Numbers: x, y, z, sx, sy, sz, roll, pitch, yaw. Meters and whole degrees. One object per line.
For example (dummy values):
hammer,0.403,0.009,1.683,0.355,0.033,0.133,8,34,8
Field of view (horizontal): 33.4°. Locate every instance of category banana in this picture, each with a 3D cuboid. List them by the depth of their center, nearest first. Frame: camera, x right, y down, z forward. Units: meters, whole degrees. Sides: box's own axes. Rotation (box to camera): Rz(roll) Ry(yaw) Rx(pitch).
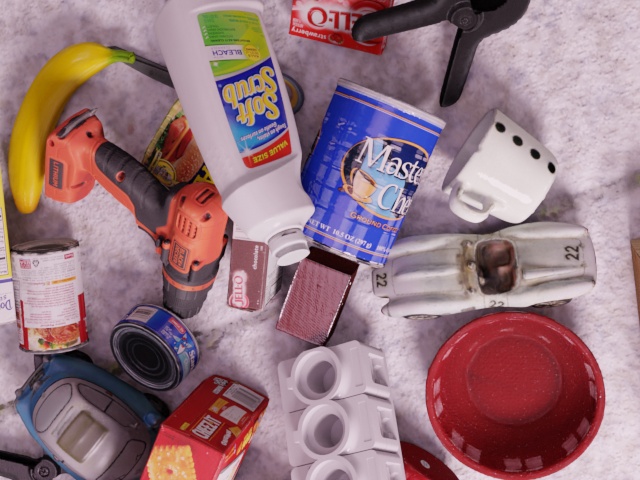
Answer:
banana,-0.257,-0.119,1.024,0.070,0.037,0.198,42,108,15

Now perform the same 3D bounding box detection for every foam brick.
foam brick,-0.003,0.053,1.007,0.051,0.053,0.078,22,104,5

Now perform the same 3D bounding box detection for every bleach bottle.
bleach bottle,-0.060,-0.096,0.915,0.068,0.102,0.251,-45,61,48

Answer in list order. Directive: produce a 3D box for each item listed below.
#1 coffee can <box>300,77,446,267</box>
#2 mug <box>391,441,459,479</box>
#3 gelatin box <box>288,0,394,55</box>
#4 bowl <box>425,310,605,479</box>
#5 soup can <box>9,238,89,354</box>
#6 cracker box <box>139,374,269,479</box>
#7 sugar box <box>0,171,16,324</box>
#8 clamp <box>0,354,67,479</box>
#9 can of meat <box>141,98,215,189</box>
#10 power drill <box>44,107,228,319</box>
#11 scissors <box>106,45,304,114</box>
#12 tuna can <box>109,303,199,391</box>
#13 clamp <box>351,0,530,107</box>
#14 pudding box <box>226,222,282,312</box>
coffee can,0.037,-0.060,0.944,0.103,0.102,0.140,23,96,5
mug,0.091,0.250,1.017,0.117,0.093,0.081,26,101,-28
gelatin box,0.020,-0.211,0.950,0.089,0.030,0.073,16,129,8
bowl,0.179,0.137,0.989,0.162,0.055,0.162,2,101,10
soup can,-0.266,0.053,1.047,0.068,0.068,0.102,-1,100,10
cracker box,-0.135,0.250,1.012,0.072,0.164,0.214,25,104,6
sugar box,-0.338,-0.010,1.038,0.093,0.048,0.176,13,111,53
clamp,-0.277,0.222,1.098,0.210,0.036,0.164,42,98,-3
can of meat,-0.108,-0.082,0.990,0.084,0.057,0.102,40,124,3
power drill,-0.171,-0.023,0.997,0.188,0.057,0.185,34,141,11
scissors,-0.100,-0.152,1.003,0.202,0.016,0.096,40,108,0
tuna can,-0.162,0.105,1.037,0.086,0.033,0.086,18,130,22
clamp,0.111,-0.197,0.906,0.120,0.039,0.172,22,129,-23
pudding box,-0.056,0.001,0.988,0.039,0.090,0.113,9,102,6
